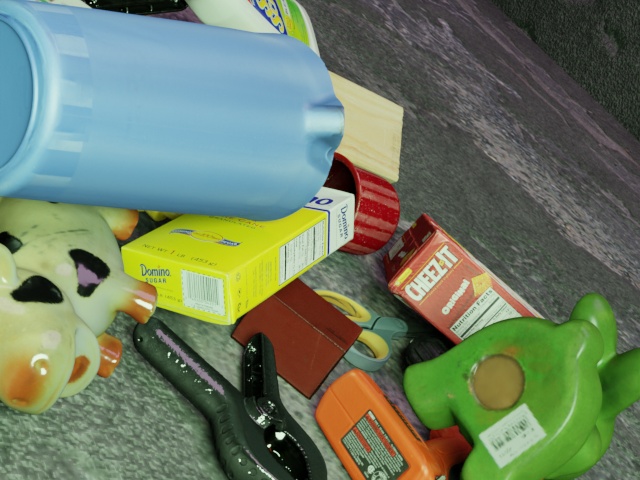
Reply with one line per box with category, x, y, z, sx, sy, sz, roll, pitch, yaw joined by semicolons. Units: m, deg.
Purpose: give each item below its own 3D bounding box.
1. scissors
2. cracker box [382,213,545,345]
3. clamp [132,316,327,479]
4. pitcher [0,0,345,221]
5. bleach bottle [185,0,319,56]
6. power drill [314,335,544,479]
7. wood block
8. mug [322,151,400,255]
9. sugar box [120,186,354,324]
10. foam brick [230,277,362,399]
scissors;0.068;0.089;0.940;0.201;0.016;0.096;20;28;-36
cracker box;0.154;0.076;0.951;0.213;0.072;0.164;42;5;-3
clamp;-0.052;0.112;0.678;0.120;0.039;0.172;14;30;-38
pitcher;-0.116;-0.078;0.674;0.242;0.149;0.145;-1;49;-53
bleach bottle;-0.084;-0.230;1.043;0.250;0.068;0.102;24;50;-64
power drill;0.083;0.139;0.803;0.187;0.057;0.185;10;34;-49
wood block;-0.022;-0.121;1.084;0.205;0.091;0.090;20;66;-36
mug;0.013;-0.032;1.024;0.117;0.093;0.081;7;-6;38
sugar box;-0.055;0.001;0.789;0.093;0.048;0.176;14;29;26
foam brick;-0.018;0.069;0.800;0.078;0.051;0.053;39;23;5
